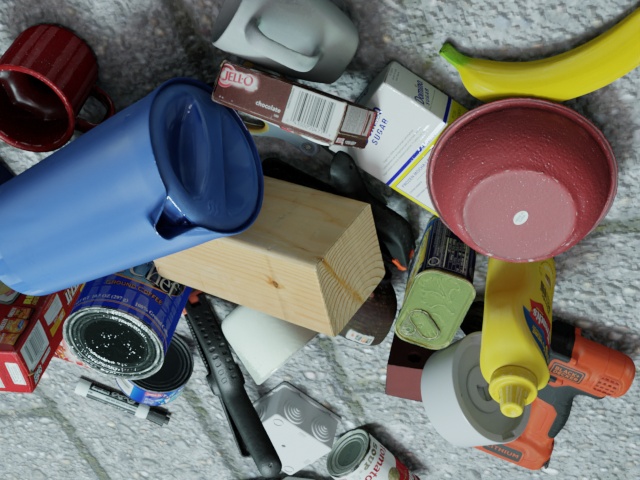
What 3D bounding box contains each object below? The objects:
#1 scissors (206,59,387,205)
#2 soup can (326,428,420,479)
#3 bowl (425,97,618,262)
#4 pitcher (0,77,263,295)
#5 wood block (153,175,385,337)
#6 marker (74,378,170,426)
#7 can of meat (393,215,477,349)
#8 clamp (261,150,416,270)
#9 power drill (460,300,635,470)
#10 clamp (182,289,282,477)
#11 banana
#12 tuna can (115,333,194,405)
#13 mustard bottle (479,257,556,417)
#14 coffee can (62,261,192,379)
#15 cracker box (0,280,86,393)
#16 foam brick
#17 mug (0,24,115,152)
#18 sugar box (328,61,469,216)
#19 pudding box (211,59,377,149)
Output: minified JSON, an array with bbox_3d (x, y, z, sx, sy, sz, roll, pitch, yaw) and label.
[{"bbox_3d":[-0.009,-0.104,0.964,0.201,0.016,0.096,25,134,-8],"label":"scissors"},{"bbox_3d":[0.064,0.278,1.265,0.069,0.068,0.102,-27,120,34],"label":"soup can"},{"bbox_3d":[0.166,-0.036,0.889,0.162,0.055,0.162,6,128,8],"label":"bowl"},{"bbox_3d":[-0.175,-0.041,0.915,0.243,0.149,0.145,-20,82,33],"label":"pitcher"},{"bbox_3d":[-0.057,0.002,0.975,0.206,0.090,0.091,17,140,31],"label":"wood block"},{"bbox_3d":[-0.242,0.200,1.310,0.121,0.020,0.020,22,134,-6],"label":"marker"},{"bbox_3d":[0.112,0.038,1.016,0.057,0.084,0.102,17,134,-1],"label":"can of meat"},{"bbox_3d":[0.035,-0.030,0.983,0.171,0.039,0.120,33,165,-24],"label":"clamp"},{"bbox_3d":[0.208,0.153,1.114,0.184,0.057,0.188,23,135,3],"label":"power drill"},{"bbox_3d":[-0.102,0.156,1.161,0.210,0.036,0.165,65,166,5],"label":"clamp"},{"bbox_3d":[0.196,-0.144,0.854,0.198,0.037,0.069,-11,130,24],"label":"banana"},{"bbox_3d":[-0.187,0.141,1.194,0.086,0.086,0.034,23,136,-6],"label":"tuna can"},{"bbox_3d":[0.177,0.079,0.960,0.058,0.191,0.096,-9,129,23],"label":"mustard bottle"},{"bbox_3d":[-0.185,0.054,1.073,0.103,0.140,0.103,8,133,8],"label":"coffee can"},{"bbox_3d":[-0.376,0.078,1.133,0.214,0.164,0.072,2,130,14],"label":"cracker box"},{"bbox_3d":[0.099,0.119,1.100,0.053,0.078,0.051,8,135,8],"label":"foam brick"},{"bbox_3d":[-0.239,-0.134,0.954,0.117,0.081,0.093,24,134,-7],"label":"mug"},{"bbox_3d":[0.106,-0.074,0.941,0.176,0.048,0.093,34,132,-11],"label":"sugar box"},{"bbox_3d":[-0.020,-0.110,0.871,0.114,0.090,0.039,24,100,17],"label":"pudding box"}]
